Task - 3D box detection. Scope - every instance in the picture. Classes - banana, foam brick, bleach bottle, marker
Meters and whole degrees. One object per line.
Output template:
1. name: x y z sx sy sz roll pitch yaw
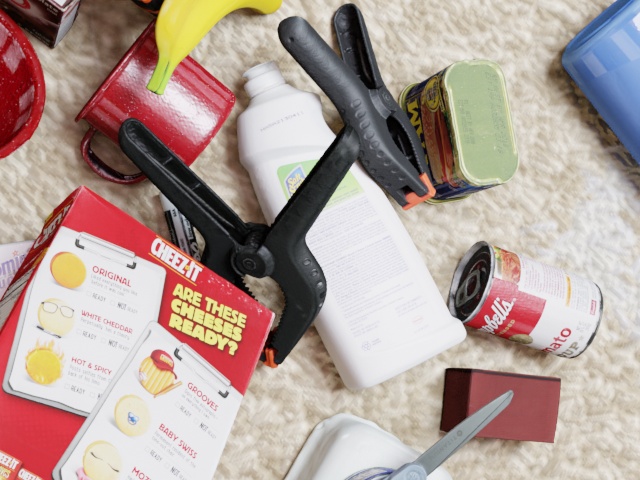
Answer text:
1. banana: -0.068 -0.167 0.745 0.037 0.070 0.197 33 36 6
2. foam brick: 0.140 0.129 0.836 0.078 0.053 0.051 8 82 -15
3. bleach bottle: 0.012 -0.020 0.808 0.102 0.068 0.251 -24 90 -16
4. marker: -0.096 0.020 0.792 0.020 0.020 0.121 -15 89 -18

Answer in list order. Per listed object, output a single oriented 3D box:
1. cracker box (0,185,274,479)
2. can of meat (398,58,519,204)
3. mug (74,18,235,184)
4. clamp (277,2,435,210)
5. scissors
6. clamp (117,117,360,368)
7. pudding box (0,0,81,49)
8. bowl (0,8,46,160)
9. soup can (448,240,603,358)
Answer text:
1. cracker box: -0.139 0.099 0.675 0.164 0.072 0.213 36 51 -22
2. can of meat: 0.108 -0.084 0.832 0.057 0.084 0.102 -9 87 -19
3. mug: -0.123 -0.088 0.766 0.081 0.093 0.117 38 106 -15
4. clamp: 0.037 -0.108 0.815 0.171 0.039 0.120 58 36 -12
5. scissors: 0.061 0.182 0.724 0.201 0.016 0.096 -20 91 -18
6. clamp: -0.055 0.001 0.745 0.165 0.210 0.036 10 39 12
7. pudding box: -0.219 -0.190 0.739 0.113 0.090 0.039 33 75 -12
8. bowl: -0.270 -0.103 0.714 0.161 0.055 0.162 18 53 -26
9. soup can: 0.162 0.048 0.843 0.102 0.069 0.068 19 79 -15
